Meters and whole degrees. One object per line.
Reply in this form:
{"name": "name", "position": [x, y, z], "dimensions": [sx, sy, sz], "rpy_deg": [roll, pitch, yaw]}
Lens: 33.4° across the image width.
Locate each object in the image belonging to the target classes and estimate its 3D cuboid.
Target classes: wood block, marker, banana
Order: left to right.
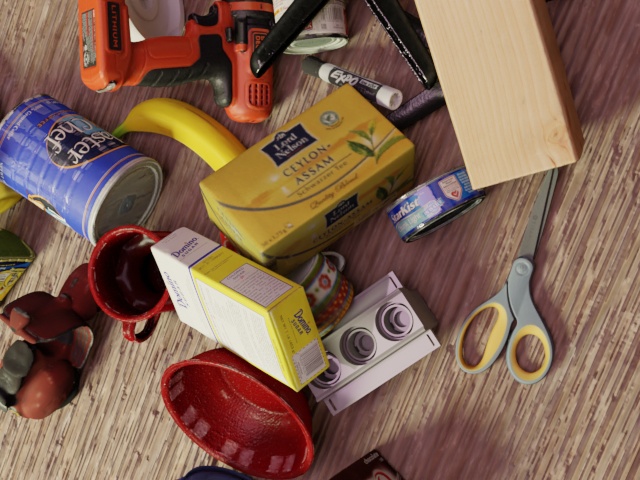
{"name": "banana", "position": [-0.119, -0.092, 1.055], "dimensions": [0.198, 0.037, 0.070], "rpy_deg": [30, 124, 20]}
{"name": "marker", "position": [0.026, -0.147, 0.986], "dimensions": [0.121, 0.020, 0.020], "rpy_deg": [29, 101, 39]}
{"name": "wood block", "position": [0.144, -0.159, 0.877], "dimensions": [0.091, 0.090, 0.206], "rpy_deg": [-15, 101, 21]}

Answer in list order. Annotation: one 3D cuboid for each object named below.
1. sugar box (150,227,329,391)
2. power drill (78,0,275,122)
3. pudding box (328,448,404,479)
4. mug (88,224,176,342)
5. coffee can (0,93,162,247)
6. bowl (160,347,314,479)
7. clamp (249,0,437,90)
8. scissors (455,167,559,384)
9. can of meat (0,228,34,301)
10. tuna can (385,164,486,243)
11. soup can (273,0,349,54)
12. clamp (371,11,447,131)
{"name": "sugar box", "position": [-0.072, 0.056, 0.933], "dimensions": [0.176, 0.048, 0.093], "rpy_deg": [28, 144, 46]}
{"name": "power drill", "position": [-0.125, -0.203, 0.983], "dimensions": [0.057, 0.187, 0.184], "rpy_deg": [-1, 91, 60]}
{"name": "pudding box", "position": [0.049, 0.242, 0.951], "dimensions": [0.090, 0.113, 0.039], "rpy_deg": [46, 108, 14]}
{"name": "mug", "position": [-0.169, 0.043, 1.049], "dimensions": [0.093, 0.081, 0.117], "rpy_deg": [9, 94, 20]}
{"name": "coffee can", "position": [-0.243, -0.069, 1.065], "dimensions": [0.140, 0.102, 0.103], "rpy_deg": [32, 101, 18]}
{"name": "bowl", "position": [-0.068, 0.152, 1.002], "dimensions": [0.162, 0.055, 0.162], "rpy_deg": [19, 138, 17]}
{"name": "clamp", "position": [0.016, -0.233, 0.943], "dimensions": [0.164, 0.036, 0.210], "rpy_deg": [-3, 85, -3]}
{"name": "scissors", "position": [0.193, 0.041, 0.946], "dimensions": [0.096, 0.016, 0.202], "rpy_deg": [34, 102, 16]}
{"name": "can of meat", "position": [-0.358, 0.033, 1.111], "dimensions": [0.057, 0.102, 0.084], "rpy_deg": [43, 102, 14]}
{"name": "tuna can", "position": [0.102, -0.032, 0.942], "dimensions": [0.086, 0.086, 0.034], "rpy_deg": [-32, 82, 18]}
{"name": "soup can", "position": [-0.012, -0.231, 0.993], "dimensions": [0.069, 0.068, 0.102], "rpy_deg": [-8, 88, 21]}
{"name": "clamp", "position": [0.120, -0.145, 0.961], "dimensions": [0.172, 0.039, 0.120], "rpy_deg": [12, 105, 24]}
